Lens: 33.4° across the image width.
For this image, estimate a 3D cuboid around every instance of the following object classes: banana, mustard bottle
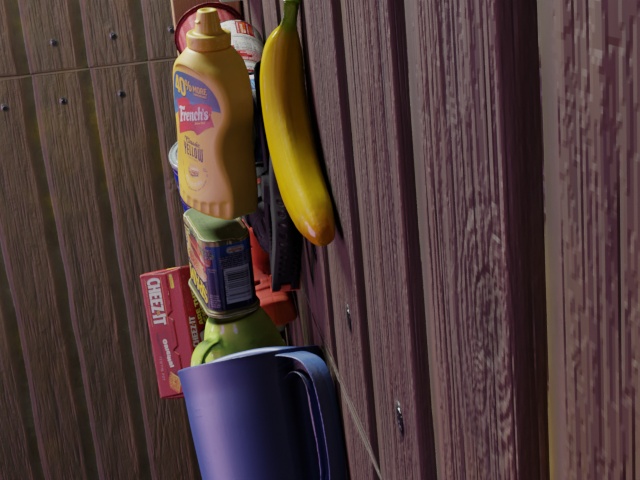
[{"bbox_3d":[-0.021,-0.080,0.797,0.070,0.037,0.198,105,156,-70],"label":"banana"},{"bbox_3d":[-0.100,-0.121,1.000,0.096,0.058,0.192,29,128,46],"label":"mustard bottle"}]

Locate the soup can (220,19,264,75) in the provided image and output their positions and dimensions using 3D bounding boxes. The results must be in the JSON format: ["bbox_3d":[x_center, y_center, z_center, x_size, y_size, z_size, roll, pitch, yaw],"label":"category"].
[{"bbox_3d":[-0.087,-0.177,1.119,0.102,0.068,0.068,-103,9,-45],"label":"soup can"}]

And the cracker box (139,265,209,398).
[{"bbox_3d":[-0.147,0.112,1.429,0.213,0.072,0.164,-7,-94,-65],"label":"cracker box"}]

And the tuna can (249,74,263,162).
[{"bbox_3d":[-0.065,-0.119,1.042,0.086,0.033,0.086,44,140,52],"label":"tuna can"}]

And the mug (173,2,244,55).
[{"bbox_3d":[-0.128,-0.225,1.327,0.081,0.093,0.117,-111,10,-45],"label":"mug"}]

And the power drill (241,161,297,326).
[{"bbox_3d":[-0.057,0.001,1.129,0.184,0.057,0.188,-110,15,-48],"label":"power drill"}]

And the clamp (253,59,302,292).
[{"bbox_3d":[-0.036,-0.057,0.956,0.164,0.036,0.210,-110,17,-63],"label":"clamp"}]

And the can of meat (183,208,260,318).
[{"bbox_3d":[-0.102,0.018,1.082,0.102,0.057,0.084,-132,34,-59],"label":"can of meat"}]

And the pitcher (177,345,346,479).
[{"bbox_3d":[-0.039,0.217,0.961,0.149,0.145,0.243,54,-156,-80],"label":"pitcher"}]
